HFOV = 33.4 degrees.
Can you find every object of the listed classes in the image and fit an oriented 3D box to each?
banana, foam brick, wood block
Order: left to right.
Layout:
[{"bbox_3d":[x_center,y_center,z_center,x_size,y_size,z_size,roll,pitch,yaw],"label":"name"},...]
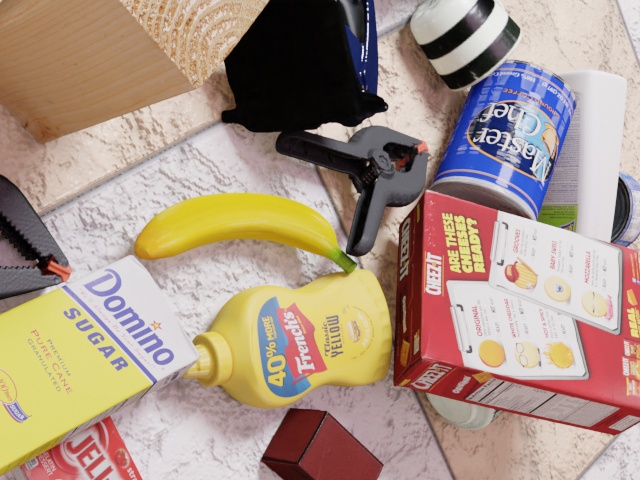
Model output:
[{"bbox_3d":[-0.139,-0.138,0.686,0.090,0.207,0.090,47,59,-25],"label":"wood block"},{"bbox_3d":[-0.060,-0.010,0.832,0.197,0.070,0.037,3,125,-34],"label":"banana"},{"bbox_3d":[0.003,0.180,0.865,0.078,0.053,0.051,47,59,-26],"label":"foam brick"}]

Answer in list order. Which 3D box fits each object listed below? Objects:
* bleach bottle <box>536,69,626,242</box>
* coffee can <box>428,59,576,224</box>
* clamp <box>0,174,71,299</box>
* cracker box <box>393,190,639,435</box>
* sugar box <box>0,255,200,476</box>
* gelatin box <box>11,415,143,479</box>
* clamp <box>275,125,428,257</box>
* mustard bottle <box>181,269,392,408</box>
[{"bbox_3d":[0.248,-0.039,1.070,0.068,0.103,0.251,7,87,-30],"label":"bleach bottle"},{"bbox_3d":[0.170,-0.082,0.996,0.102,0.103,0.140,38,63,-30],"label":"coffee can"},{"bbox_3d":[-0.261,-0.008,0.684,0.209,0.036,0.164,36,64,-31],"label":"clamp"},{"bbox_3d":[0.172,0.065,0.919,0.213,0.072,0.164,14,56,-14],"label":"cracker box"},{"bbox_3d":[-0.177,0.084,0.719,0.175,0.048,0.093,-29,80,-35],"label":"sugar box"},{"bbox_3d":[-0.167,0.168,0.745,0.073,0.030,0.089,-32,106,-37],"label":"gelatin box"},{"bbox_3d":[0.045,-0.049,0.911,0.171,0.039,0.120,-14,76,-46],"label":"clamp"},{"bbox_3d":[-0.030,0.081,0.846,0.191,0.058,0.096,-8,92,-39],"label":"mustard bottle"}]
